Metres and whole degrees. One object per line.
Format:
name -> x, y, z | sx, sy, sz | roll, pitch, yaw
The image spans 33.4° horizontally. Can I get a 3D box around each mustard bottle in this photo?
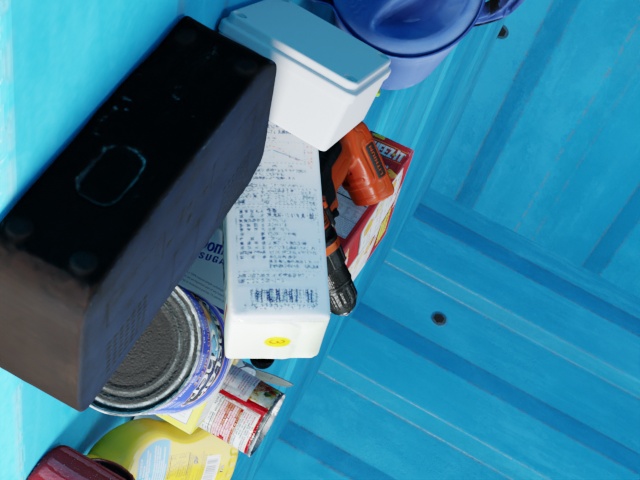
mustard bottle -> -0.165, 0.215, 1.019 | 0.191, 0.058, 0.096 | 1, 112, -49

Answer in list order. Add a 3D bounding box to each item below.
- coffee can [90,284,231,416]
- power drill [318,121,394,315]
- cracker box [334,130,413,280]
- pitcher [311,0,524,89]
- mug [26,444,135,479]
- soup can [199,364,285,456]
coffee can -> -0.127, 0.078, 0.793 | 0.103, 0.103, 0.140 | -61, 172, -6
power drill -> 0.017, -0.035, 1.148 | 0.184, 0.057, 0.187 | 66, 33, -19
cracker box -> 0.025, -0.010, 1.317 | 0.213, 0.072, 0.164 | -54, 167, -39
pitcher -> 0.084, -0.211, 0.988 | 0.145, 0.149, 0.243 | -49, 178, 0
mug -> -0.199, 0.220, 0.899 | 0.093, 0.081, 0.117 | -65, 172, 27
soup can -> -0.094, 0.151, 1.012 | 0.068, 0.102, 0.068 | -60, 173, -13
